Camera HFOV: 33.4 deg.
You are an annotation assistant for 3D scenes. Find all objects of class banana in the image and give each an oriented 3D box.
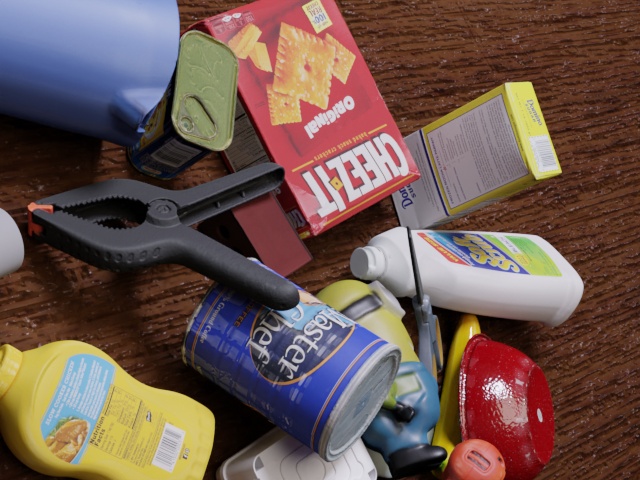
[{"bbox_3d":[0.130,0.156,1.003,0.037,0.070,0.197,10,41,8],"label":"banana"}]

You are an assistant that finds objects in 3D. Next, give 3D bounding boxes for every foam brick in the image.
[{"bbox_3d":[-0.056,0.001,0.917,0.051,0.053,0.078,-36,96,-42],"label":"foam brick"}]

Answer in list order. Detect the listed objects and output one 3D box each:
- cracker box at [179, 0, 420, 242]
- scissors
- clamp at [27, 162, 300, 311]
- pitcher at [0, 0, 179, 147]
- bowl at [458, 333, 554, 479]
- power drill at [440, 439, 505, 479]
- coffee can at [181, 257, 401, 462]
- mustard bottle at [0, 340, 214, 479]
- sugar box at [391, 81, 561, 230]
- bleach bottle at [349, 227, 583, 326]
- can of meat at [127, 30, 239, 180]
[{"bbox_3d":[-0.019,-0.118,0.982,0.163,0.072,0.214,-30,94,-42],"label":"cracker box"},{"bbox_3d":[0.091,0.079,0.950,0.201,0.016,0.096,67,25,-57],"label":"scissors"},{"bbox_3d":[-0.115,-0.005,0.816,0.209,0.036,0.164,-2,40,-15],"label":"clamp"},{"bbox_3d":[-0.239,-0.162,0.790,0.242,0.149,0.145,10,85,-33],"label":"pitcher"},{"bbox_3d":[0.182,0.165,1.006,0.162,0.055,0.162,29,57,-58],"label":"bowl"},{"bbox_3d":[0.080,0.266,0.881,0.057,0.184,0.187,32,60,22],"label":"power drill"},{"bbox_3d":[-0.022,0.091,0.832,0.140,0.103,0.102,31,45,20],"label":"coffee can"},{"bbox_3d":[-0.171,0.127,0.768,0.191,0.058,0.096,34,56,-25],"label":"mustard bottle"},{"bbox_3d":[0.139,-0.075,1.024,0.048,0.177,0.093,-10,80,-40],"label":"sugar box"},{"bbox_3d":[0.138,0.033,1.044,0.250,0.068,0.103,4,36,-37],"label":"bleach bottle"},{"bbox_3d":[-0.117,-0.109,0.888,0.057,0.084,0.102,19,62,-33],"label":"can of meat"}]
